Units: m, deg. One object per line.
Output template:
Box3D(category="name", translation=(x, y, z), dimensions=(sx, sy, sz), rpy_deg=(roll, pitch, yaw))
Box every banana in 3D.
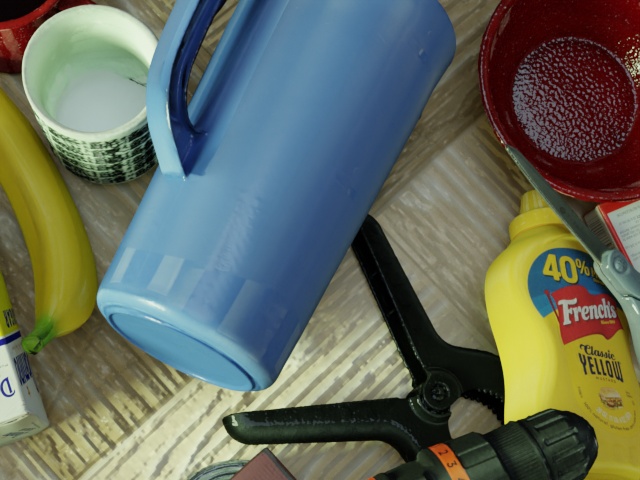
Box3D(category="banana", translation=(-0.173, -0.022, 0.636), dimensions=(0.037, 0.069, 0.198), rpy_deg=(-28, 70, 10))

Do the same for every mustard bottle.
Box3D(category="mustard bottle", translation=(0.145, 0.054, 0.642), dimensions=(0.096, 0.058, 0.191), rpy_deg=(13, 56, -28))

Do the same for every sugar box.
Box3D(category="sugar box", translation=(-0.203, 0.028, 0.605), dimensions=(0.048, 0.093, 0.176), rpy_deg=(-22, 80, -11))

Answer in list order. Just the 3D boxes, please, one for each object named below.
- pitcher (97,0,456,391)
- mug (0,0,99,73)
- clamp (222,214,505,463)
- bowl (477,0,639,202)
Box3D(category="pitcher", translation=(-0.032, -0.048, 0.605), dimensions=(0.149, 0.145, 0.242), rpy_deg=(26, 70, 0))
Box3D(category="mug", translation=(-0.184, -0.150, 0.658), dimensions=(0.117, 0.081, 0.093), rpy_deg=(21, 74, -1))
Box3D(category="clamp", translation=(0.066, 0.085, 0.650), dimensions=(0.210, 0.036, 0.164), rpy_deg=(25, 68, -3))
Box3D(category="bowl", translation=(0.175, -0.099, 0.696), dimensions=(0.162, 0.055, 0.162), rpy_deg=(1, 81, -6))
